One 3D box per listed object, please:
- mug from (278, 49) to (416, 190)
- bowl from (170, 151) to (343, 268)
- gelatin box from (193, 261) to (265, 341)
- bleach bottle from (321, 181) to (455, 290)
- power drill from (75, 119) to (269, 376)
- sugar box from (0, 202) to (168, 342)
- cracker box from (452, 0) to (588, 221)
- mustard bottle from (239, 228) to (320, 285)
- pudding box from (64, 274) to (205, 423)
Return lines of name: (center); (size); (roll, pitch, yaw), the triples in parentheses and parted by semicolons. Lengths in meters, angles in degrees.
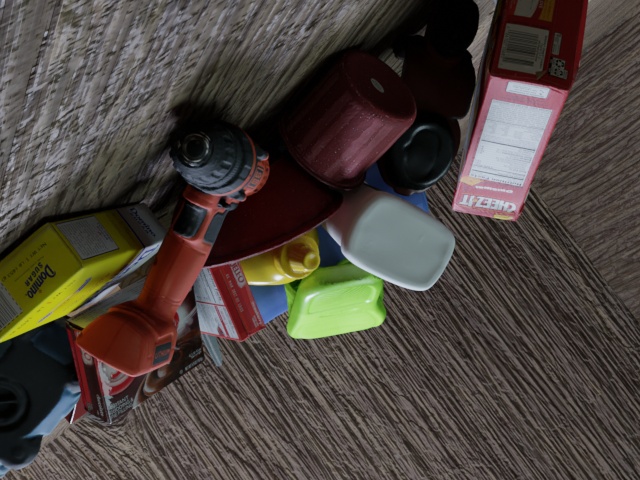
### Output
mug: (0.027, -0.110, 0.895); (0.082, 0.093, 0.117); (-45, -163, 34)
bowl: (-0.065, -0.033, 0.906); (0.162, 0.055, 0.162); (-19, -165, 5)
gelatin box: (-0.091, 0.045, 0.917); (0.030, 0.073, 0.089); (-30, -162, -30)
bleach bottle: (0.031, -0.030, 1.004); (0.068, 0.102, 0.251); (-61, -156, 5)
power drill: (-0.101, 0.002, 0.759); (0.188, 0.057, 0.184); (-60, 173, 3)
sugar box: (-0.182, 0.021, 0.790); (0.093, 0.048, 0.176); (-38, 176, 14)
cracker box: (0.175, -0.140, 0.938); (0.214, 0.072, 0.164); (93, 10, -62)
mustard bottle: (-0.057, 0.001, 0.996); (0.096, 0.058, 0.192); (-28, -156, -24)
pudding box: (-0.152, 0.084, 0.886); (0.039, 0.090, 0.113); (18, -144, 35)
